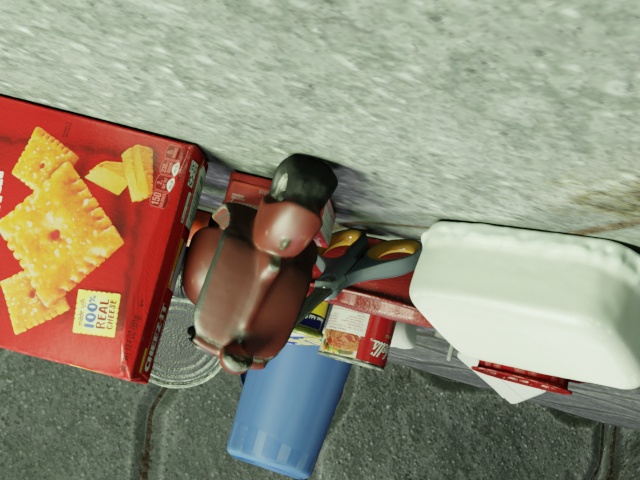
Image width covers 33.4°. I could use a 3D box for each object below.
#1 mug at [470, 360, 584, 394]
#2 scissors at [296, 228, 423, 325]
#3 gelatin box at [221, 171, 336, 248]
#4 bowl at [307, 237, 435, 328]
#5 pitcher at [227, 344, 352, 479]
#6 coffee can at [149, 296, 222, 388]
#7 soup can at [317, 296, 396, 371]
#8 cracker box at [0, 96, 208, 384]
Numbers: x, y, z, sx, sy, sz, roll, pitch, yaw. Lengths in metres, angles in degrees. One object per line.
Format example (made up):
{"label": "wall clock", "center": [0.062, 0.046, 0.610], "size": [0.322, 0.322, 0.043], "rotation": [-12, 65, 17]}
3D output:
{"label": "mug", "center": [0.203, 0.092, 0.972], "size": [0.117, 0.081, 0.093], "rotation": [17, 172, -12]}
{"label": "scissors", "center": [0.026, 0.031, 0.789], "size": [0.096, 0.016, 0.201], "rotation": [-1, -159, 8]}
{"label": "gelatin box", "center": [-0.029, -0.021, 0.794], "size": [0.073, 0.030, 0.089], "rotation": [14, 173, 7]}
{"label": "bowl", "center": [0.054, 0.034, 0.938], "size": [0.162, 0.055, 0.162], "rotation": [15, 172, 2]}
{"label": "pitcher", "center": [-0.035, 0.160, 1.311], "size": [0.145, 0.243, 0.149], "rotation": [18, 167, 1]}
{"label": "coffee can", "center": [-0.138, 0.066, 1.060], "size": [0.102, 0.103, 0.140], "rotation": [16, -156, -10]}
{"label": "soup can", "center": [0.043, 0.071, 1.050], "size": [0.068, 0.102, 0.068], "rotation": [15, 172, 2]}
{"label": "cracker box", "center": [-0.201, -0.008, 0.725], "size": [0.214, 0.164, 0.072], "rotation": [14, 171, 3]}
